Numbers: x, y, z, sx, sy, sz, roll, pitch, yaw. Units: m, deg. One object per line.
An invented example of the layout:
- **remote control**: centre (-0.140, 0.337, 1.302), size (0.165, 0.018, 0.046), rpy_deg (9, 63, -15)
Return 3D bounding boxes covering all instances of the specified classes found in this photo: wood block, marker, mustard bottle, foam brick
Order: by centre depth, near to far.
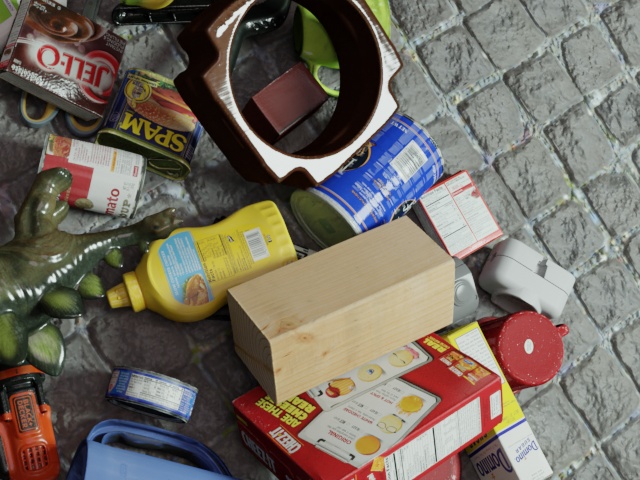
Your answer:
- **wood block**: centre (0.023, 0.066, 1.055), size (0.205, 0.090, 0.091), rpy_deg (-23, 44, -21)
- **mustard bottle**: centre (-0.123, 0.031, 1.083), size (0.191, 0.058, 0.096), rpy_deg (-18, 73, -11)
- **marker**: centre (-0.058, 0.001, 1.142), size (0.121, 0.020, 0.020), rpy_deg (21, 71, -12)
- **foam brick**: centre (-0.040, -0.147, 1.166), size (0.078, 0.053, 0.051), rpy_deg (-40, 91, -23)

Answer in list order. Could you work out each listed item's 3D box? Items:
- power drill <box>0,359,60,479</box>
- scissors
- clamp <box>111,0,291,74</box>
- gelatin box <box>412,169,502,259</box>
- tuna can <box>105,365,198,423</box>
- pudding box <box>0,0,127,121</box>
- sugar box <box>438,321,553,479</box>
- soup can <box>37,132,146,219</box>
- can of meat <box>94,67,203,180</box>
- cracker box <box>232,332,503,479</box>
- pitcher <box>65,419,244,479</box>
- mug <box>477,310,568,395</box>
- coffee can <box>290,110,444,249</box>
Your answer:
- **power drill**: centre (-0.348, 0.155, 0.989), size (0.187, 0.057, 0.184), rpy_deg (-12, 75, -19)
- **scissors**: centre (-0.242, -0.193, 1.131), size (0.096, 0.016, 0.201), rpy_deg (34, 70, -9)
- **clamp**: centre (-0.111, -0.251, 1.166), size (0.165, 0.036, 0.209), rpy_deg (34, 58, 16)
- **gelatin box**: centre (0.153, -0.026, 1.211), size (0.073, 0.030, 0.089), rpy_deg (-28, 86, -21)
- **tuna can**: centre (-0.164, 0.150, 1.035), size (0.086, 0.086, 0.033), rpy_deg (19, 73, -13)
- **pudding box**: centre (-0.260, -0.184, 1.075), size (0.113, 0.039, 0.090), rpy_deg (24, 71, -33)
- **sugar box**: centre (0.170, 0.179, 1.132), size (0.048, 0.093, 0.176), rpy_deg (-22, 84, -21)
- **soup can**: centre (-0.233, -0.064, 1.075), size (0.102, 0.069, 0.068), rpy_deg (13, 73, -15)
- **can of meat**: centre (-0.172, -0.123, 1.116), size (0.102, 0.058, 0.084), rpy_deg (22, 68, -12)
- **cracker box**: centre (0.048, 0.170, 1.053), size (0.213, 0.164, 0.072), rpy_deg (-28, 127, -25)
- **pitcher**: centre (-0.125, 0.266, 1.006), size (0.242, 0.145, 0.149), rpy_deg (15, 86, -18)
- **mug**: centre (0.222, 0.119, 1.170), size (0.117, 0.082, 0.093), rpy_deg (-19, 83, -21)
- **coffee can**: centre (0.051, -0.059, 1.147), size (0.103, 0.103, 0.140), rpy_deg (45, 68, -3)
